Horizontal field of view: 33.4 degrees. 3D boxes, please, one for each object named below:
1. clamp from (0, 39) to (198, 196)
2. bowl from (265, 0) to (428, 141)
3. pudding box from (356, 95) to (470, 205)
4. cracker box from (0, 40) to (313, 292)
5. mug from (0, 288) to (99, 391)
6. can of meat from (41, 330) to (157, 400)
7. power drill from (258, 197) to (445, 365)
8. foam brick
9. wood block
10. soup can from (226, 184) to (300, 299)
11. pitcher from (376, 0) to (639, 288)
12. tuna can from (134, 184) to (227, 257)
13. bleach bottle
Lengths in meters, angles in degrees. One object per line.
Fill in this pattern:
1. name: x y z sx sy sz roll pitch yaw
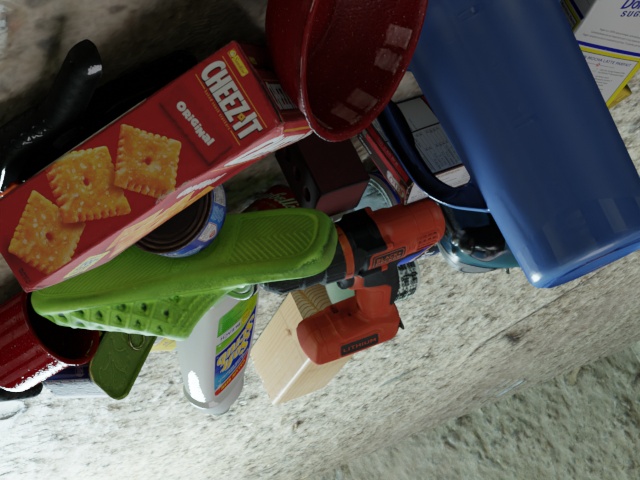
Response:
1. clamp: -0.165 -0.086 0.737 0.172 0.039 0.120 -31 165 36
2. bowl: 0.012 -0.150 0.703 0.161 0.055 0.162 -44 147 -40
3. pudding box: 0.104 -0.090 0.993 0.113 0.090 0.039 -20 151 -23
4. cracker box: -0.111 -0.055 0.762 0.214 0.072 0.164 -31 -178 13
5. mug: -0.263 0.085 1.002 0.082 0.093 0.117 -30 -175 25
6. can of meat: -0.220 0.107 1.054 0.084 0.102 0.057 -8 135 36
7. power drill: 0.022 0.046 1.014 0.184 0.057 0.188 -18 150 -18
8. foam brick: 0.001 -0.066 0.947 0.051 0.078 0.053 -18 158 -21
9. wood block: -0.016 0.137 1.446 0.090 0.091 0.206 -16 159 -27
10. soup can: -0.057 0.001 1.010 0.102 0.068 0.069 -42 174 -38
11. pitcher: 0.154 -0.085 0.838 0.144 0.243 0.149 -17 166 -31
12. tuna can: -0.120 -0.029 0.872 0.086 0.086 0.033 -31 162 13
13. bleach bottle: -0.107 0.104 1.132 0.102 0.068 0.251 -46 156 -32
